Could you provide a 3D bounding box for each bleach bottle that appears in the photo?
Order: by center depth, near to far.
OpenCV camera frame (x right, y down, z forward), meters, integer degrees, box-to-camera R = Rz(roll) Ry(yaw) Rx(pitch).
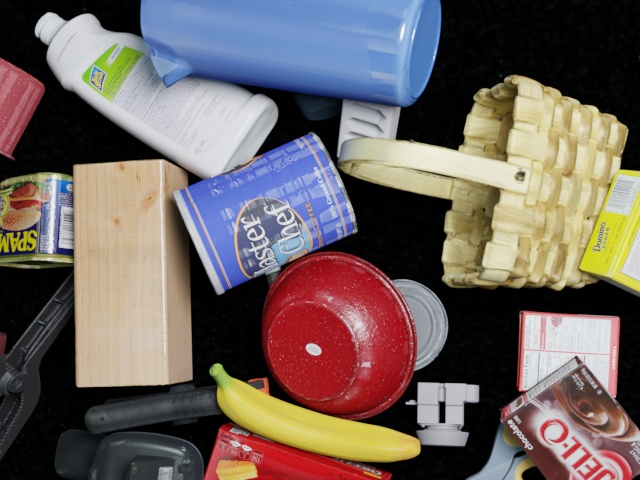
[{"bbox_3d":[-0.170,-0.155,1.044,0.251,0.068,0.102,34,87,13],"label":"bleach bottle"}]

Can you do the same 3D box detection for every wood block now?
[{"bbox_3d":[-0.177,0.033,1.015,0.090,0.090,0.206,-3,86,9],"label":"wood block"}]

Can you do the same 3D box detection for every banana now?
[{"bbox_3d":[-0.012,0.165,0.952,0.197,0.070,0.037,19,66,-3],"label":"banana"}]

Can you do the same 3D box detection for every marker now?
[{"bbox_3d":[-0.057,0.001,1.033,0.020,0.020,0.121,-21,83,7],"label":"marker"}]

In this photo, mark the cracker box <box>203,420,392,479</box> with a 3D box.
[{"bbox_3d":[-0.044,0.294,0.983,0.164,0.072,0.214,17,89,11],"label":"cracker box"}]

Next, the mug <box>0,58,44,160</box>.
[{"bbox_3d":[-0.334,-0.140,1.062,0.117,0.093,0.081,23,84,46],"label":"mug"}]

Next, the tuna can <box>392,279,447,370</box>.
[{"bbox_3d":[0.077,0.080,0.998,0.086,0.033,0.086,-1,86,9],"label":"tuna can"}]

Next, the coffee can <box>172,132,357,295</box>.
[{"bbox_3d":[-0.051,-0.025,0.974,0.140,0.103,0.103,-24,82,-6],"label":"coffee can"}]

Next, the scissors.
[{"bbox_3d":[0.145,0.206,0.986,0.202,0.016,0.096,-14,86,7],"label":"scissors"}]

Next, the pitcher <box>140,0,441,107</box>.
[{"bbox_3d":[-0.021,-0.200,0.933,0.243,0.144,0.149,14,117,18],"label":"pitcher"}]

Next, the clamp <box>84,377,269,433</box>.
[{"bbox_3d":[-0.134,0.153,0.988,0.171,0.120,0.039,-11,91,4],"label":"clamp"}]

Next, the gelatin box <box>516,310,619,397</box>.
[{"bbox_3d":[0.225,0.103,0.975,0.089,0.030,0.073,3,88,9],"label":"gelatin box"}]

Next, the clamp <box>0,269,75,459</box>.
[{"bbox_3d":[-0.294,0.121,1.023,0.036,0.164,0.210,30,119,27],"label":"clamp"}]

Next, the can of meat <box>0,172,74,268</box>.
[{"bbox_3d":[-0.272,-0.018,1.036,0.102,0.057,0.084,-4,81,42],"label":"can of meat"}]

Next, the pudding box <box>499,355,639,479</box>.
[{"bbox_3d":[0.227,0.171,0.941,0.090,0.039,0.113,-38,91,10],"label":"pudding box"}]

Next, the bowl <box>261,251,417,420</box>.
[{"bbox_3d":[0.004,0.094,0.970,0.162,0.055,0.162,6,103,26],"label":"bowl"}]
